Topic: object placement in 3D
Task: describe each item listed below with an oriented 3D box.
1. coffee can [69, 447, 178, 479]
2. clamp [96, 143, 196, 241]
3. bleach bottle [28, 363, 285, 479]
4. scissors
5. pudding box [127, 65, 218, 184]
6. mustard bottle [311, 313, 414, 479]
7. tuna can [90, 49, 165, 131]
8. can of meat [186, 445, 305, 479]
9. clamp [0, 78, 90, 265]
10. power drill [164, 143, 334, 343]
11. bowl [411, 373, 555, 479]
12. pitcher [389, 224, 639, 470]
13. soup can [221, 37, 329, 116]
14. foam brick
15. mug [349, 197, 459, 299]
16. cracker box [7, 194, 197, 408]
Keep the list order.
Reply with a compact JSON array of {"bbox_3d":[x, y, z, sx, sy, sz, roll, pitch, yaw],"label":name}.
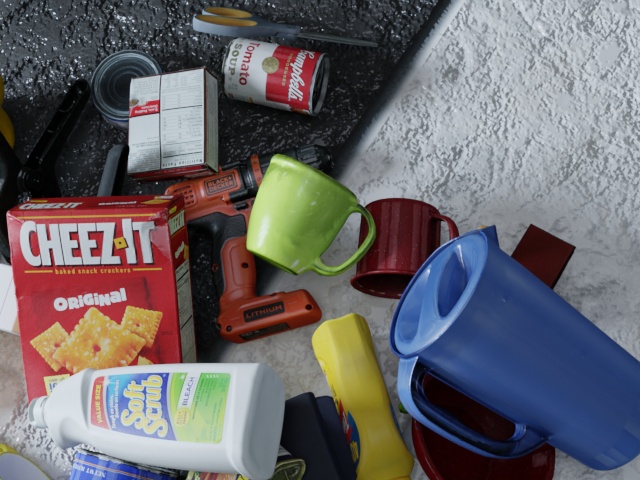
[{"bbox_3d":[-0.204,0.281,1.027,0.103,0.103,0.140,12,77,10],"label":"coffee can"},{"bbox_3d":[-0.222,-0.019,1.102,0.172,0.039,0.120,-29,92,21],"label":"clamp"},{"bbox_3d":[-0.160,0.164,0.973,0.251,0.068,0.102,-5,59,24],"label":"bleach bottle"},{"bbox_3d":[-0.045,-0.235,1.178,0.201,0.096,0.016,1,115,-19],"label":"scissors"},{"bbox_3d":[-0.153,-0.119,1.113,0.090,0.039,0.113,-6,76,15],"label":"pudding box"},{"bbox_3d":[0.046,0.172,1.019,0.058,0.096,0.192,-16,69,-9],"label":"mustard bottle"},{"bbox_3d":[-0.209,-0.166,1.178,0.086,0.033,0.086,-2,75,7],"label":"tuna can"},{"bbox_3d":[-0.073,0.223,0.991,0.084,0.057,0.102,35,110,34],"label":"can of meat"},{"bbox_3d":[-0.306,-0.074,1.129,0.036,0.164,0.210,16,114,36],"label":"clamp"},{"bbox_3d":[-0.057,0.001,1.106,0.184,0.057,0.188,-18,71,6],"label":"power drill"},{"bbox_3d":[0.143,0.188,1.010,0.161,0.055,0.162,16,57,-25],"label":"bowl"},{"bbox_3d":[0.187,0.116,0.968,0.242,0.145,0.149,35,114,-15],"label":"pitcher"},{"bbox_3d":[-0.048,-0.176,1.144,0.102,0.068,0.068,13,78,11],"label":"soup can"},{"bbox_3d":[0.208,0.034,1.056,0.051,0.053,0.078,30,64,12],"label":"foam brick"},{"bbox_3d":[0.087,0.006,1.062,0.117,0.093,0.081,-13,64,42],"label":"mug"},{"bbox_3d":[-0.212,0.067,1.057,0.164,0.072,0.214,-1,103,7],"label":"cracker box"}]
